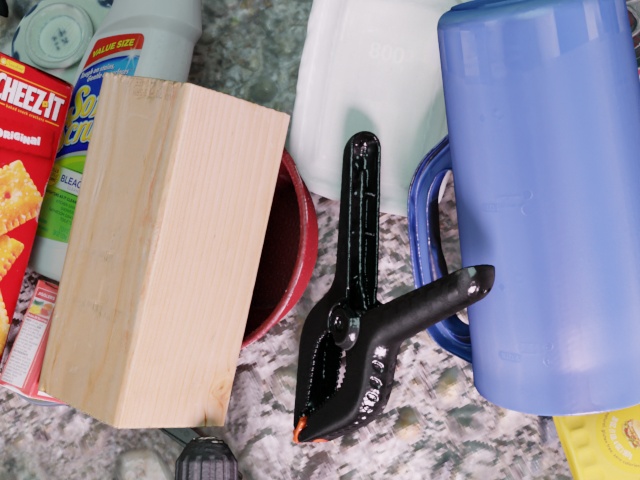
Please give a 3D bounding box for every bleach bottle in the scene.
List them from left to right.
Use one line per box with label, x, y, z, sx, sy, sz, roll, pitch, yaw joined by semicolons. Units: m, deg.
bleach bottle;-0.144;-0.093;0.755;0.103;0.068;0.251;18;92;41

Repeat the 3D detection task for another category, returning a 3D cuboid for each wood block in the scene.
wood block;-0.100;0.007;0.680;0.090;0.090;0.206;14;92;41

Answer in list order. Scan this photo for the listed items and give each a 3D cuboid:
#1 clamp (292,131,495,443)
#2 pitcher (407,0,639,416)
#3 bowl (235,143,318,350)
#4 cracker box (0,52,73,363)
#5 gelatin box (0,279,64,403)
clamp;0.032;0.055;0.683;0.165;0.036;0.210;47;125;51
pitcher;0.132;-0.027;0.649;0.149;0.145;0.243;-13;104;-5
bowl;-0.055;0.001;0.740;0.162;0.055;0.162;-8;78;39
cracker box;-0.264;-0.015;0.755;0.164;0.072;0.213;2;75;47
gelatin box;-0.174;0.073;0.728;0.030;0.089;0.073;18;82;19
